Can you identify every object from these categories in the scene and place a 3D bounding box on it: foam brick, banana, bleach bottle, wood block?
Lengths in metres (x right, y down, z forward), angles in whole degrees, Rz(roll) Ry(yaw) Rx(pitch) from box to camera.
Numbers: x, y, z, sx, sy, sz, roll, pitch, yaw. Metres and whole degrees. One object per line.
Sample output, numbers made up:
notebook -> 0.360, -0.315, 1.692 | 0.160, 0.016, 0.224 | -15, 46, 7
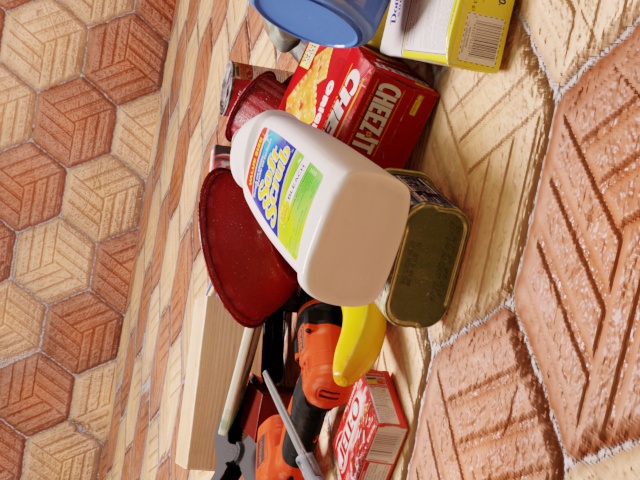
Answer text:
foam brick -> -0.050, 0.186, 1.143 | 0.078, 0.051, 0.053 | -169, 88, -75
banana -> 0.022, 0.058, 0.924 | 0.198, 0.069, 0.037 | -117, 8, -57
bleach bottle -> -0.020, -0.040, 0.841 | 0.251, 0.068, 0.102 | 39, 113, 60
wood block -> -0.117, 0.177, 1.317 | 0.090, 0.090, 0.206 | 158, 119, -73

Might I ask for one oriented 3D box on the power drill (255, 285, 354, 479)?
power drill -> -0.015, 0.140, 1.026 | 0.184, 0.057, 0.188 | -92, 16, -59

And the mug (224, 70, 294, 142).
mug -> -0.040, -0.137, 1.191 | 0.117, 0.081, 0.093 | -51, -14, -20

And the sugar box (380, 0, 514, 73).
sugar box -> 0.097, -0.180, 0.818 | 0.176, 0.048, 0.093 | -129, 50, -74

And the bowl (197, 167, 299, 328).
bowl -> -0.057, 0.001, 1.030 | 0.162, 0.055, 0.162 | -14, -90, -70

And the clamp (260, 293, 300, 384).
clamp -> -0.047, 0.065, 1.221 | 0.171, 0.039, 0.120 | -98, 27, -44

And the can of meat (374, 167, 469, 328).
can of meat -> 0.067, 0.006, 0.806 | 0.084, 0.057, 0.102 | -126, 46, -65

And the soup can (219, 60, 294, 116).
soup can -> -0.066, -0.176, 1.296 | 0.069, 0.102, 0.068 | -172, 90, -75

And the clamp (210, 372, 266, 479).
clamp -> -0.082, 0.249, 1.202 | 0.165, 0.036, 0.210 | -13, 55, 44

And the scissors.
scissors -> -0.007, 0.210, 0.917 | 0.202, 0.016, 0.096 | -126, 25, -45

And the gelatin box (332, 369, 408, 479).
gelatin box -> 0.038, 0.161, 0.873 | 0.073, 0.030, 0.089 | -106, 29, -57

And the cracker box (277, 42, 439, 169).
cracker box -> 0.016, -0.100, 0.973 | 0.164, 0.072, 0.214 | -65, 19, 17
